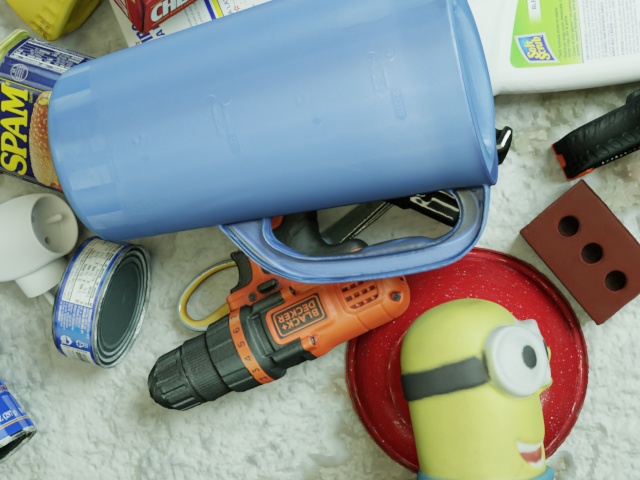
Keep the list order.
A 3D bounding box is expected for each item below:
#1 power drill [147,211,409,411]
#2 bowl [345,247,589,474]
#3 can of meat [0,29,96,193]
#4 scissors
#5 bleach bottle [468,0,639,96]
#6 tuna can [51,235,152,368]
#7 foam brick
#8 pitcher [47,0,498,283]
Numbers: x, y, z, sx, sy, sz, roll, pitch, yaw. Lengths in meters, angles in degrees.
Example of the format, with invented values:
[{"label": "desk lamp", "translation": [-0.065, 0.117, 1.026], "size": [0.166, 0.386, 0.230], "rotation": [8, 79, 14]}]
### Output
[{"label": "power drill", "translation": [-0.055, 0.001, 0.699], "size": [0.184, 0.057, 0.188], "rotation": [-25, 78, 11]}, {"label": "bowl", "translation": [0.092, 0.085, 0.688], "size": [0.162, 0.055, 0.162], "rotation": [0, 92, 11]}, {"label": "can of meat", "translation": [-0.174, -0.080, 0.720], "size": [0.084, 0.057, 0.102], "rotation": [18, 128, 6]}, {"label": "scissors", "translation": [-0.001, 0.028, 0.721], "size": [0.202, 0.016, 0.096], "rotation": [-23, 82, 8]}, {"label": "bleach bottle", "translation": [0.161, -0.145, 0.658], "size": [0.251, 0.068, 0.102], "rotation": [-7, 92, 8]}, {"label": "tuna can", "translation": [-0.146, 0.041, 0.717], "size": [0.034, 0.086, 0.086], "rotation": [14, 93, 12]}, {"label": "foam brick", "translation": [0.170, 0.007, 0.673], "size": [0.053, 0.051, 0.078], "rotation": [-41, 84, 9]}, {"label": "pitcher", "translation": [-0.023, -0.063, 0.608], "size": [0.243, 0.145, 0.149], "rotation": [-12, 51, 15]}]
